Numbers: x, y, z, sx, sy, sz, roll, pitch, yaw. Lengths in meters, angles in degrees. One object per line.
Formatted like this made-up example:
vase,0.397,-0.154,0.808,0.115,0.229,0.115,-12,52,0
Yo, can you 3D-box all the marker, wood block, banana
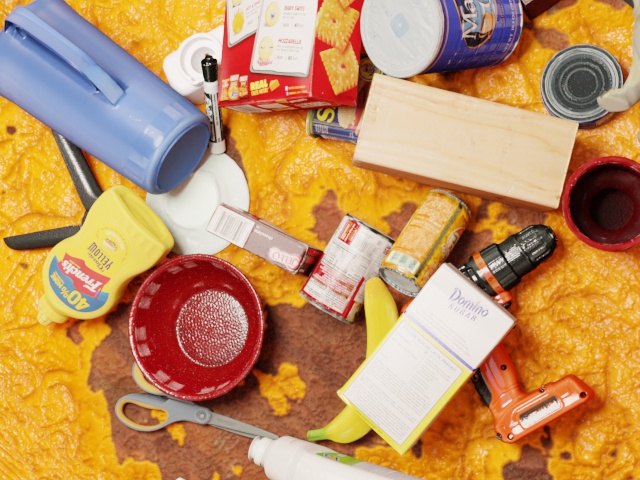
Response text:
marker,-0.120,-0.152,1.195,0.020,0.020,0.121,12,130,17
wood block,0.142,-0.097,1.085,0.206,0.091,0.090,14,89,0
banana,0.050,0.139,1.129,0.069,0.037,0.198,19,102,-8

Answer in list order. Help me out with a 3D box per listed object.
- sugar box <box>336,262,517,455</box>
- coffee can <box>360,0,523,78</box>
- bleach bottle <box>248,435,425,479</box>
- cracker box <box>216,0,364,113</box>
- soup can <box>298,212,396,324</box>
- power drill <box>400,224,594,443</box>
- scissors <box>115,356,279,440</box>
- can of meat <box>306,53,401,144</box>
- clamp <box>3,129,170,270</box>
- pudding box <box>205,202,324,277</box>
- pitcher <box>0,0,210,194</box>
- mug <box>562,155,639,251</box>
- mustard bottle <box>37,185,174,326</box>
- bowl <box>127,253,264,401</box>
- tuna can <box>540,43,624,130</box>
sugar box,0.107,0.118,1.071,0.093,0.048,0.176,41,98,14
coffee can,0.125,-0.222,1.089,0.103,0.140,0.103,14,110,43
bleach bottle,0.043,0.258,1.111,0.251,0.102,0.068,16,85,23
cracker box,-0.028,-0.245,1.127,0.164,0.071,0.214,2,87,50
soup can,0.031,0.030,1.145,0.068,0.068,0.102,31,93,17
power drill,0.199,0.098,1.094,0.184,0.057,0.188,-35,73,14
scissors,-0.139,0.178,1.207,0.202,0.016,0.096,-1,84,16
can of meat,0.038,-0.156,1.169,0.084,0.057,0.102,12,88,15
clamp,-0.272,-0.015,1.256,0.210,0.036,0.165,36,104,13
pudding box,-0.058,0.001,1.159,0.113,0.090,0.039,28,90,13
pitcher,-0.246,-0.162,1.191,0.243,0.149,0.145,35,121,15
mug,0.302,-0.037,1.063,0.117,0.081,0.093,-27,77,12
mustard bottle,-0.258,0.033,1.208,0.096,0.058,0.192,47,112,0
bowl,-0.131,0.097,1.192,0.162,0.055,0.162,-2,84,16
tuna can,0.272,-0.160,1.110,0.086,0.033,0.086,-2,84,16
